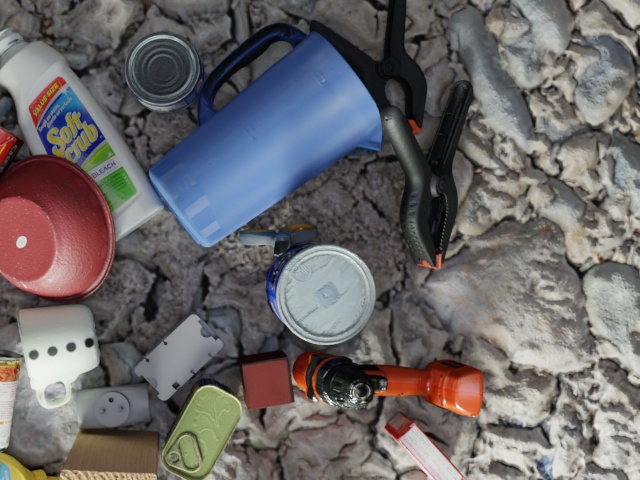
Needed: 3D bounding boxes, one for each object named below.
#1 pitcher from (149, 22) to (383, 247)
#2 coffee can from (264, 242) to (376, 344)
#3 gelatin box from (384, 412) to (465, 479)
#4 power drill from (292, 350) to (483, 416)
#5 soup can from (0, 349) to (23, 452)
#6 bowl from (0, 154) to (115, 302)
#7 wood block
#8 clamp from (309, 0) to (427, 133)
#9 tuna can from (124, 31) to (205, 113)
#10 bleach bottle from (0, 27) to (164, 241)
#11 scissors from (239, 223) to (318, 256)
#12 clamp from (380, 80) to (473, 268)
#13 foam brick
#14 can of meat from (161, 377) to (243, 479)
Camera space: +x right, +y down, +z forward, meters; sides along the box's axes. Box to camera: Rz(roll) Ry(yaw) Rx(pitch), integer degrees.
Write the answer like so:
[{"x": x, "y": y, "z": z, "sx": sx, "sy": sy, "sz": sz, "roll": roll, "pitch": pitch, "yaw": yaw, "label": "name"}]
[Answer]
[{"x": -0.067, "y": -0.112, "z": 1.153, "sx": 0.243, "sy": 0.149, "sz": 0.145, "roll": -37, "pitch": 125, "yaw": -3, "label": "pitcher"}, {"x": -0.003, "y": 0.054, "z": 1.150, "sx": 0.102, "sy": 0.140, "sz": 0.103, "roll": 0, "pitch": 91, "yaw": -8, "label": "coffee can"}, {"x": 0.117, "y": 0.238, "z": 1.202, "sx": 0.030, "sy": 0.073, "sz": 0.089, "roll": -43, "pitch": 96, "yaw": -5, "label": "gelatin box"}, {"x": 0.077, "y": 0.154, "z": 1.151, "sx": 0.187, "sy": 0.185, "sz": 0.057, "roll": 8, "pitch": 90, "yaw": -18, "label": "power drill"}, {"x": -0.359, "y": 0.169, "z": 1.139, "sx": 0.068, "sy": 0.068, "sz": 0.102, "roll": 9, "pitch": 90, "yaw": -8, "label": "soup can"}, {"x": -0.295, "y": -0.006, "z": 1.113, "sx": 0.162, "sy": 0.055, "sz": 0.162, "roll": 6, "pitch": 105, "yaw": 23, "label": "bowl"}, {"x": -0.213, "y": 0.256, "z": 1.090, "sx": 0.090, "sy": 0.206, "sz": 0.090, "roll": 3, "pitch": 90, "yaw": -8, "label": "wood block"}, {"x": 0.061, "y": -0.195, "z": 1.207, "sx": 0.120, "sy": 0.039, "sz": 0.171, "roll": -18, "pitch": 93, "yaw": -6, "label": "clamp"}, {"x": -0.171, "y": -0.185, "z": 1.170, "sx": 0.086, "sy": 0.034, "sz": 0.086, "roll": 0, "pitch": 83, "yaw": 2, "label": "tuna can"}, {"x": -0.277, "y": -0.113, "z": 1.151, "sx": 0.102, "sy": 0.068, "sz": 0.251, "roll": -35, "pitch": 93, "yaw": -5, "label": "bleach bottle"}, {"x": -0.057, "y": 0.001, "z": 1.124, "sx": 0.096, "sy": 0.201, "sz": 0.016, "roll": -2, "pitch": 97, "yaw": 15, "label": "scissors"}, {"x": 0.115, "y": -0.068, "z": 1.179, "sx": 0.164, "sy": 0.036, "sz": 0.210, "roll": -14, "pitch": 111, "yaw": -50, "label": "clamp"}, {"x": -0.061, "y": 0.153, "z": 1.175, "sx": 0.051, "sy": 0.078, "sz": 0.053, "roll": -9, "pitch": 90, "yaw": -7, "label": "foam brick"}, {"x": -0.130, "y": 0.203, "z": 1.163, "sx": 0.057, "sy": 0.084, "sz": 0.102, "roll": 29, "pitch": 87, "yaw": -8, "label": "can of meat"}]
